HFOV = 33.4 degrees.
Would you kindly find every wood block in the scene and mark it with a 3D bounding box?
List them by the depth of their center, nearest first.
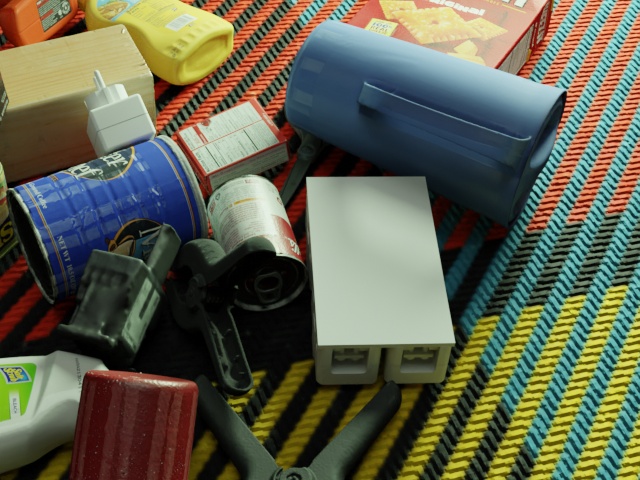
[{"bbox_3d":[-0.268,-0.124,1.008,0.205,0.090,0.091,-17,51,-19],"label":"wood block"}]

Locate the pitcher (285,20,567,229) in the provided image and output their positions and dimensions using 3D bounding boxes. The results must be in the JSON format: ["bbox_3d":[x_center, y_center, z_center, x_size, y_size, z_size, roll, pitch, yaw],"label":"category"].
[{"bbox_3d":[0.091,-0.115,0.975,0.243,0.149,0.144,23,56,15],"label":"pitcher"}]

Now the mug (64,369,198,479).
[{"bbox_3d":[-0.125,0.137,0.758,0.093,0.117,0.081,4,83,29],"label":"mug"}]

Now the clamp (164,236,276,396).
[{"bbox_3d":[-0.086,0.053,0.848,0.039,0.120,0.172,13,-3,-27],"label":"clamp"}]

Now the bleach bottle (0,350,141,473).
[{"bbox_3d":[-0.254,0.136,0.783,0.250,0.068,0.102,-7,49,-13],"label":"bleach bottle"}]

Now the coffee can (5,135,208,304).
[{"bbox_3d":[-0.180,-0.019,0.904,0.140,0.103,0.103,-22,52,-22],"label":"coffee can"}]

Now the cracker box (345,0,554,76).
[{"bbox_3d":[0.133,-0.218,1.133,0.164,0.072,0.213,24,49,18],"label":"cracker box"}]

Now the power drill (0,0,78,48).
[{"bbox_3d":[-0.368,-0.249,1.126,0.188,0.057,0.184,15,46,23],"label":"power drill"}]

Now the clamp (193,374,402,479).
[{"bbox_3d":[-0.010,0.178,0.772,0.164,0.036,0.210,-4,45,-5],"label":"clamp"}]

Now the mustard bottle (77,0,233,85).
[{"bbox_3d":[-0.192,-0.234,1.138,0.192,0.058,0.096,31,51,23],"label":"mustard bottle"}]

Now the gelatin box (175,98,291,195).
[{"bbox_3d":[-0.084,-0.090,1.019,0.089,0.030,0.073,-26,50,-13],"label":"gelatin box"}]

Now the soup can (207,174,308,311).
[{"bbox_3d":[-0.056,0.001,0.917,0.068,0.068,0.102,-10,47,-12],"label":"soup can"}]

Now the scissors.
[{"bbox_3d":[-0.025,-0.096,1.046,0.096,0.016,0.201,27,51,23],"label":"scissors"}]
